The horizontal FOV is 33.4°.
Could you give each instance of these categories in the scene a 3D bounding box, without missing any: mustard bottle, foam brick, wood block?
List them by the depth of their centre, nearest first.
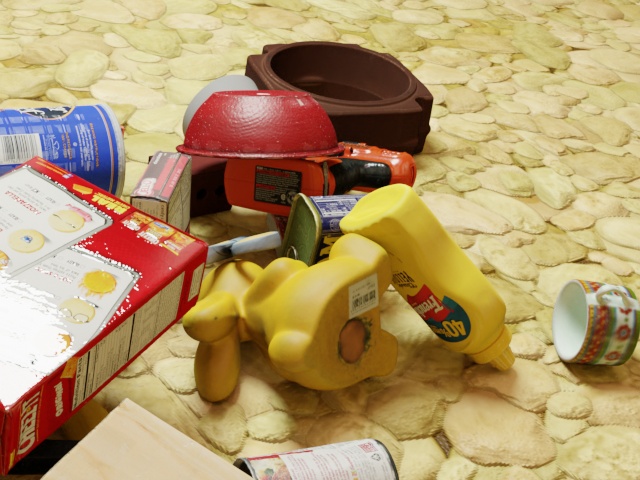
[{"bbox_3d":[-0.062,0.197,0.624,0.206,0.091,0.090,30,37,12],"label":"wood block"},{"bbox_3d":[0.104,0.039,0.915,0.058,0.191,0.096,-48,16,-23],"label":"mustard bottle"},{"bbox_3d":[-0.132,-0.058,1.092,0.078,0.053,0.051,-13,38,-31],"label":"foam brick"}]

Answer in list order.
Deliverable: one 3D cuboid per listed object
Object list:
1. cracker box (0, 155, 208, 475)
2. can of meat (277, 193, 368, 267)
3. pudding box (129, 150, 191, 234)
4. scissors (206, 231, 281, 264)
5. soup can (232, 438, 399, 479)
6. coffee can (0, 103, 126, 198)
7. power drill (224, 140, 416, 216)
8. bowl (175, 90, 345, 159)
[{"bbox_3d":[-0.205,0.040,0.734,0.164,0.072,0.213,27,39,16],"label":"cracker box"},{"bbox_3d":[0.015,0.006,0.981,0.083,0.102,0.057,-4,39,-25],"label":"can of meat"},{"bbox_3d":[-0.143,-0.011,0.952,0.039,0.113,0.090,7,31,5],"label":"pudding box"},{"bbox_3d":[-0.056,0.001,0.960,0.096,0.016,0.201,-11,3,24],"label":"scissors"},{"bbox_3d":[-0.004,0.175,0.732,0.102,0.068,0.068,-5,34,-22],"label":"soup can"},{"bbox_3d":[-0.272,-0.078,1.030,0.140,0.103,0.103,-7,35,-30],"label":"coffee can"},{"bbox_3d":[-0.017,-0.071,1.085,0.185,0.057,0.187,8,15,28],"label":"power drill"},{"bbox_3d":[-0.056,-0.112,1.009,0.162,0.055,0.162,1,11,0],"label":"bowl"}]
